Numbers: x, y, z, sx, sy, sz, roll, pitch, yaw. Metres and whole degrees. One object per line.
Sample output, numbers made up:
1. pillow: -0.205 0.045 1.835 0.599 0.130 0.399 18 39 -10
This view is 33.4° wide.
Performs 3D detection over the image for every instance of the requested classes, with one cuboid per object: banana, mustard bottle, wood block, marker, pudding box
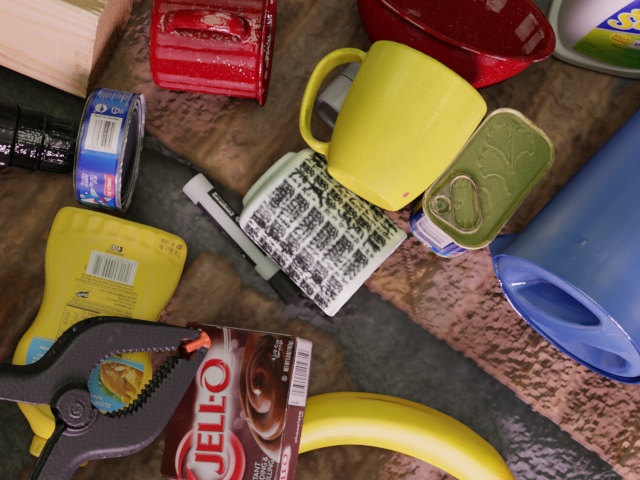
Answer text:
1. banana: 0.047 0.144 0.770 0.197 0.037 0.070 5 107 -2
2. mustard bottle: -0.163 0.079 0.748 0.096 0.058 0.191 16 81 -10
3. wood block: -0.238 -0.193 0.741 0.206 0.090 0.090 22 56 -4
4. marker: -0.055 0.001 0.787 0.020 0.020 0.121 -41 87 -9
5. pudding box: -0.058 0.118 0.745 0.090 0.039 0.113 5 79 23

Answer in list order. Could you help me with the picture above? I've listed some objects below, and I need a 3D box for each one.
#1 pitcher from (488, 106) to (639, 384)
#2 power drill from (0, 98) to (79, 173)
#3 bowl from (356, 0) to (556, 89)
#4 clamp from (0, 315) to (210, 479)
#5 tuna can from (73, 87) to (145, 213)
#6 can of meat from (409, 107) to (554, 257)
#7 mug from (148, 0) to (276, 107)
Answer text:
1. pitcher: 0.252 -0.021 0.759 0.149 0.145 0.242 45 78 -13
2. power drill: -0.249 -0.029 0.709 0.184 0.057 0.187 9 46 -18
3. bowl: 0.087 -0.157 0.777 0.162 0.162 0.055 25 125 -1
4. clamp: -0.163 0.119 0.692 0.209 0.036 0.164 -20 97 -25
5. tuna can: -0.148 -0.064 0.755 0.033 0.086 0.086 9 82 -2
6. can of meat: 0.112 -0.038 0.773 0.057 0.084 0.102 39 81 1
7. mug: -0.077 -0.146 0.759 0.081 0.117 0.093 6 94 1
